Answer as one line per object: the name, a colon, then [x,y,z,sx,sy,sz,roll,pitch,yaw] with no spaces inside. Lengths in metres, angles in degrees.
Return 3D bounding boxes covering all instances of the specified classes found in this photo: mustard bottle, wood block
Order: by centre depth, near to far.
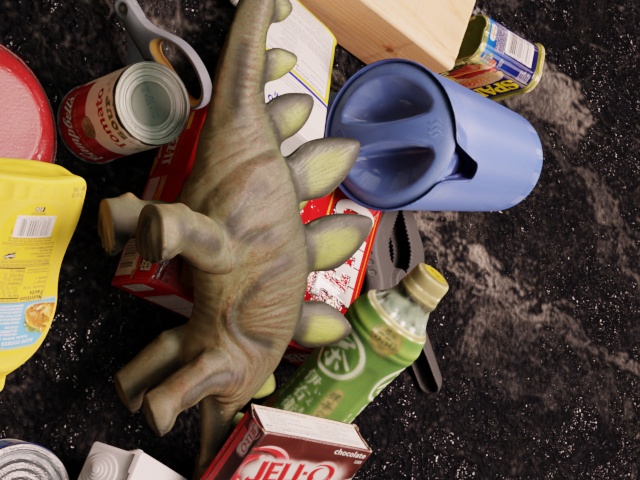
mustard bottle: [-0.237,0.037,0.781,0.096,0.058,0.192,-1,112,-52]
wood block: [0.040,-0.246,1.026,0.205,0.091,0.090,31,68,-32]

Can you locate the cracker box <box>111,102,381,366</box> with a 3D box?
cracker box: [-0.056,0.001,0.941,0.213,0.072,0.164,28,70,-33]

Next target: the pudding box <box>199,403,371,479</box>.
pudding box: [-0.029,0.183,0.863,0.113,0.039,0.090,16,118,-37]

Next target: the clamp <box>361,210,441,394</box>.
clamp: [0.074,0.050,1.053,0.164,0.036,0.210,27,62,-47]

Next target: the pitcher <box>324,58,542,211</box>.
pitcher: [0.112,-0.093,1.025,0.242,0.145,0.149,4,64,-57]

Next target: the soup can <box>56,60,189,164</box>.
soup can: [-0.158,-0.101,0.853,0.068,0.102,0.068,4,84,-38]

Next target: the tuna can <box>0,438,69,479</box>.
tuna can: [-0.234,0.195,0.809,0.085,0.034,0.086,4,83,-37]

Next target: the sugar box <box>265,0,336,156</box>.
sugar box: [-0.036,-0.148,0.942,0.093,0.048,0.176,39,38,-26]

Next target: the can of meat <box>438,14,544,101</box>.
can of meat: [0.167,-0.189,1.113,0.083,0.102,0.057,22,73,-32]

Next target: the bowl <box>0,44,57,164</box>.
bowl: [-0.263,-0.085,0.801,0.161,0.055,0.162,4,84,-37]

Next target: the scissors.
scissors: [-0.166,-0.176,0.898,0.202,0.096,0.016,48,37,12]
